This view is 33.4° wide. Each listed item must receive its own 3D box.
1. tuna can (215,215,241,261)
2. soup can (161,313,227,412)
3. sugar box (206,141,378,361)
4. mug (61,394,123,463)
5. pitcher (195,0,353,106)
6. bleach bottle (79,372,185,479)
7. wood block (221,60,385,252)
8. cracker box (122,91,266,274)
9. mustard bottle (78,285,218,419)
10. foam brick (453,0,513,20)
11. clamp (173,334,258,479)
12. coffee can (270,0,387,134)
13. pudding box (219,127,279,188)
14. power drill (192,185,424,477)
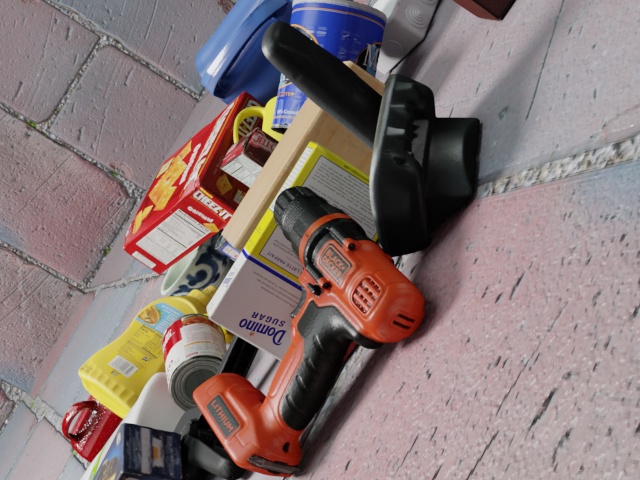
[{"bbox_3d":[-0.074,-0.017,1.132,0.086,0.033,0.086,-53,11,14],"label":"tuna can"},{"bbox_3d":[-0.125,0.126,1.090,0.068,0.068,0.102,-55,21,11],"label":"soup can"},{"bbox_3d":[-0.015,0.012,0.926,0.176,0.093,0.048,-57,13,4],"label":"sugar box"},{"bbox_3d":[-0.260,0.221,1.288,0.093,0.117,0.081,42,108,37],"label":"mug"},{"bbox_3d":[-0.049,-0.277,1.337,0.243,0.144,0.149,-50,36,33],"label":"pitcher"},{"bbox_3d":[-0.216,0.244,1.186,0.251,0.068,0.102,-46,18,46],"label":"bleach bottle"},{"bbox_3d":[-0.001,-0.064,1.047,0.206,0.090,0.091,-58,14,0],"label":"wood block"},{"bbox_3d":[-0.152,-0.071,1.347,0.214,0.072,0.164,-33,29,48],"label":"cracker box"},{"bbox_3d":[-0.186,0.121,1.260,0.191,0.096,0.058,-46,-31,-28],"label":"mustard bottle"},{"bbox_3d":[0.150,-0.239,0.983,0.051,0.053,0.078,-56,15,8],"label":"foam brick"},{"bbox_3d":[-0.107,0.175,0.996,0.210,0.036,0.164,-46,26,48],"label":"clamp"},{"bbox_3d":[0.009,-0.179,1.141,0.103,0.102,0.140,-172,92,-75],"label":"coffee can"},{"bbox_3d":[-0.046,-0.071,1.163,0.039,0.113,0.090,-59,14,-16],"label":"pudding box"},{"bbox_3d":[-0.021,0.066,0.801,0.188,0.057,0.185,-59,38,13],"label":"power drill"}]
